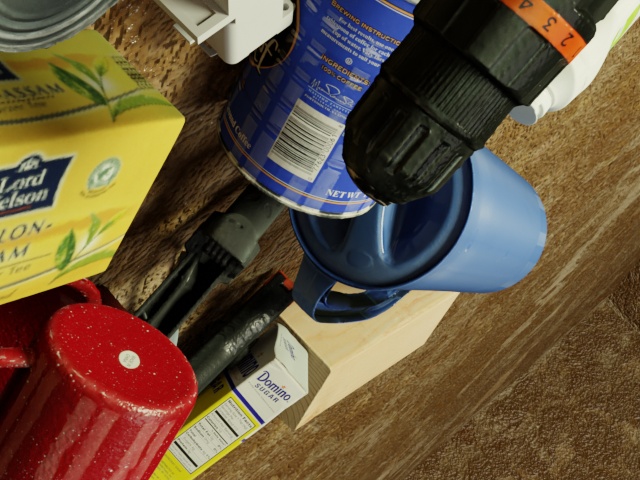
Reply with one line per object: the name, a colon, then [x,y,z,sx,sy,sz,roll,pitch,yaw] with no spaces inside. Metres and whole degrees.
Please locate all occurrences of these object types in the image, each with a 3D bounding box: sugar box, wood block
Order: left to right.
sugar box: [-0.090,0.142,0.854,0.176,0.048,0.093,-40,-169,8]
wood block: [0.027,0.077,0.994,0.205,0.090,0.091,-26,154,-46]

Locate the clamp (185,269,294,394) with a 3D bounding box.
clamp: [-0.085,0.089,0.838,0.171,0.039,0.120,-40,-174,-37]

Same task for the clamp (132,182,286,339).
clamp: [-0.054,0.001,0.617,0.165,0.036,0.209,-44,-174,40]

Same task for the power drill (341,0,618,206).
power drill: [0.025,-0.130,0.362,0.184,0.188,0.057,-50,163,9]

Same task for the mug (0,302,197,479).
mug: [-0.121,0.081,0.505,0.117,0.093,0.082,21,113,-30]

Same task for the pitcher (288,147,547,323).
pitcher: [0.081,-0.013,0.798,0.149,0.145,0.242,-8,170,26]

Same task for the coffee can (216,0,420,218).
coffee can: [0.018,-0.096,0.562,0.102,0.103,0.140,-24,153,-49]
